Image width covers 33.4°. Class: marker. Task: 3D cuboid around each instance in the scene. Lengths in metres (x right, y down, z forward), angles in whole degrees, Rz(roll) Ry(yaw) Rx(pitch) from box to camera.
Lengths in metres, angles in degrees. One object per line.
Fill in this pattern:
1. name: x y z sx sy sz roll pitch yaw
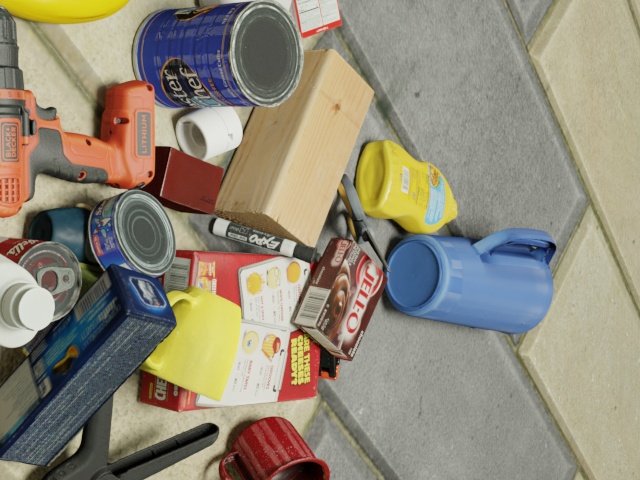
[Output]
1. marker: -0.058 0.001 1.151 0.020 0.121 0.020 17 90 -78

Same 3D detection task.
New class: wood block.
1. wood block: -0.028 -0.101 1.193 0.090 0.090 0.206 39 65 -43

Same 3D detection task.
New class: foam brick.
1. foam brick: -0.147 -0.061 1.087 0.078 0.051 0.053 22 79 -48

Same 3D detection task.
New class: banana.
1. banana: -0.234 -0.231 0.983 0.197 0.037 0.069 -28 88 -47

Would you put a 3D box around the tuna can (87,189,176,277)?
1. tuna can: -0.173 -0.003 0.989 0.086 0.034 0.086 35 46 -46

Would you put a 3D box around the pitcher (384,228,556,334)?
1. pitcher: 0.206 0.049 1.448 0.242 0.145 0.149 9 88 -47

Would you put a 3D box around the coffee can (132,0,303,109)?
1. coffee can: -0.102 -0.182 1.057 0.102 0.141 0.103 -7 100 -49

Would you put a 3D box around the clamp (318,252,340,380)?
1. clamp: 0.018 0.080 1.294 0.120 0.039 0.171 -38 137 -68

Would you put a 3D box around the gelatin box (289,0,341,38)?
1. gelatin box: -0.016 -0.283 1.233 0.073 0.030 0.089 -30 116 -42

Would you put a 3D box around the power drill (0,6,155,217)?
1. power drill: -0.239 -0.114 0.973 0.187 0.057 0.184 -4 98 -47

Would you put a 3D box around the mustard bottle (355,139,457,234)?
1. mustard bottle: 0.123 -0.059 1.397 0.191 0.058 0.096 21 68 -49

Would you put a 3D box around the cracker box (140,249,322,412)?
1. cracker box: -0.090 0.094 1.156 0.213 0.072 0.164 4 92 -51

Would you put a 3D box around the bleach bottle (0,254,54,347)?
1. bleach bottle: -0.279 0.043 0.789 0.068 0.251 0.102 -50 129 -34

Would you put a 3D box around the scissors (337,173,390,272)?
1. scissors: 0.055 0.000 1.259 0.016 0.202 0.096 -17 134 -5

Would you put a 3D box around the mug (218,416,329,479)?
1. mug: -0.059 0.253 1.187 0.117 0.082 0.093 -6 126 -31

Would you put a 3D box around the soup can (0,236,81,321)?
1. soup can: -0.264 0.031 0.920 0.068 0.102 0.068 -7 99 -49

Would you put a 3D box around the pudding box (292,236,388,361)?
1. pudding box: 0.024 0.066 1.200 0.090 0.039 0.113 45 65 -45

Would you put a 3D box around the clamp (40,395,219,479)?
1. clamp: -0.211 0.214 1.008 0.210 0.036 0.164 -47 126 -11
